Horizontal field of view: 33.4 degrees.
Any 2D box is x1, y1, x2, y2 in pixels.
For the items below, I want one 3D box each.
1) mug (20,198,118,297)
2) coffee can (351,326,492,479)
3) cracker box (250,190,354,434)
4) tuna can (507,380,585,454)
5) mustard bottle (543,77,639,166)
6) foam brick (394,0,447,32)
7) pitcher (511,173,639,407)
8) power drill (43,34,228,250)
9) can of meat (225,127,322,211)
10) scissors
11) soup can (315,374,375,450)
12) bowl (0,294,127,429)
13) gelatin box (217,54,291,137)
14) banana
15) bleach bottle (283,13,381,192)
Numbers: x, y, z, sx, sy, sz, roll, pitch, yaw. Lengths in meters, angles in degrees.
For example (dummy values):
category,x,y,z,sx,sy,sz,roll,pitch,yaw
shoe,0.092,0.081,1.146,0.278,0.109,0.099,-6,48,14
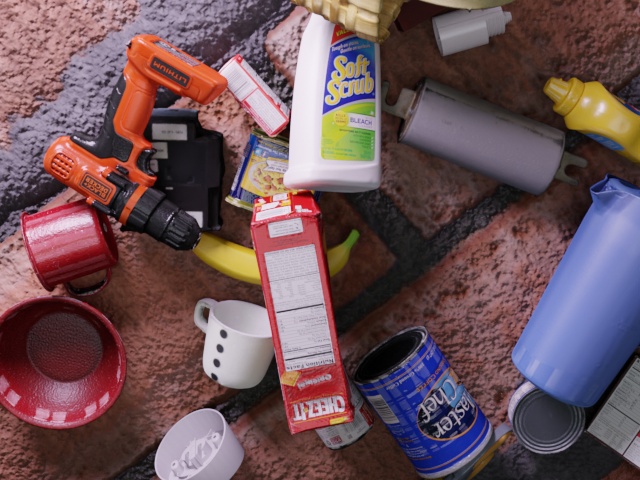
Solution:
category,x,y,z,sx,sy,sz,roll,pitch,yaw
mug,-0.269,0.011,1.176,0.081,0.093,0.117,-18,117,-2
coffee can,0.116,0.183,1.212,0.103,0.103,0.140,-33,102,7
cracker box,-0.018,0.066,1.086,0.072,0.164,0.214,-11,100,-1
tuna can,0.264,0.205,1.254,0.086,0.034,0.086,0,103,-1
mustard bottle,0.324,-0.120,1.145,0.191,0.096,0.058,28,102,-7
foam brick,0.108,-0.262,1.131,0.078,0.051,0.053,-27,102,5
pitcher,0.324,0.062,1.178,0.149,0.144,0.243,34,106,22
power drill,-0.172,-0.101,1.098,0.184,0.057,0.188,31,105,-2
can of meat,-0.043,-0.069,1.173,0.102,0.057,0.084,19,100,-6
scissors,0.144,0.284,1.222,0.201,0.096,0.016,-39,67,-16
soup can,0.010,0.181,1.228,0.068,0.068,0.102,-31,102,6
bowl,-0.297,0.131,1.216,0.162,0.055,0.162,0,105,-1
gelatin box,-0.071,-0.155,1.143,0.030,0.073,0.089,-40,102,9
banana,-0.054,0.020,1.204,0.198,0.037,0.069,-1,101,0
bleach bottle,0.014,-0.179,1.117,0.102,0.068,0.251,2,85,-29
